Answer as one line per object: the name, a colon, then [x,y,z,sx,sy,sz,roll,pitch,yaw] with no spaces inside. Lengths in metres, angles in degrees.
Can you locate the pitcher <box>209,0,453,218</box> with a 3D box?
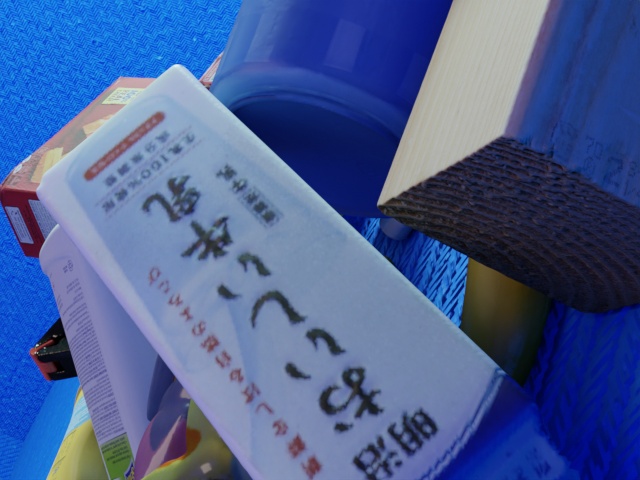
pitcher: [0.041,-0.140,0.473,0.145,0.149,0.242,1,60,38]

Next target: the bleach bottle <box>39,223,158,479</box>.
bleach bottle: [-0.106,0.109,0.641,0.103,0.068,0.251,-37,66,61]

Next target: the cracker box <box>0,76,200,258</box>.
cracker box: [-0.100,-0.051,0.772,0.164,0.214,0.072,-53,-42,-41]

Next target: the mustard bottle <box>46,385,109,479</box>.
mustard bottle: [-0.170,0.159,0.805,0.096,0.058,0.191,-52,18,40]
